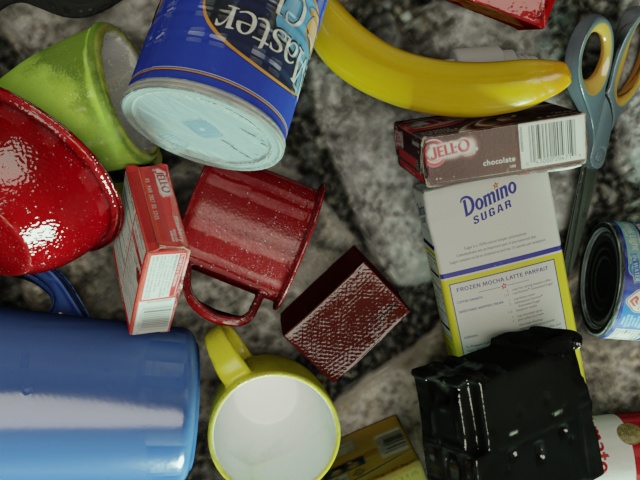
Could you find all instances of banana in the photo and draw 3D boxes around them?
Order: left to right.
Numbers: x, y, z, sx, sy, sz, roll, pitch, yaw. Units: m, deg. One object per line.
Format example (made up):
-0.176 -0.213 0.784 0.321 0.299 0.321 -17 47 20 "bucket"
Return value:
0.065 -0.120 0.713 0.198 0.037 0.070 26 116 14 "banana"

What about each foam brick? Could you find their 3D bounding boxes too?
0.016 0.052 0.764 0.078 0.051 0.053 -43 103 3 "foam brick"

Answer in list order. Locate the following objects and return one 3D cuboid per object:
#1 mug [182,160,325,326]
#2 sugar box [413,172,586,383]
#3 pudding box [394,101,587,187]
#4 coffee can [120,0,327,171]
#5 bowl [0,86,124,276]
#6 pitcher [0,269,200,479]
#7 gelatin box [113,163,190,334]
-0.055 0.001 0.722 0.081 0.093 0.117 21 73 -5 "mug"
0.131 0.035 0.777 0.093 0.048 0.176 -13 99 -4 "sugar box"
0.114 -0.068 0.731 0.113 0.090 0.039 -7 105 -6 "pudding box"
-0.054 -0.129 0.667 0.102 0.103 0.140 19 70 -10 "coffee can"
-0.207 -0.027 0.669 0.162 0.162 0.055 34 56 -12 "bowl"
-0.206 0.095 0.717 0.242 0.145 0.149 4 114 -11 "pitcher"
-0.110 0.006 0.691 0.030 0.073 0.089 -3 141 -22 "gelatin box"
